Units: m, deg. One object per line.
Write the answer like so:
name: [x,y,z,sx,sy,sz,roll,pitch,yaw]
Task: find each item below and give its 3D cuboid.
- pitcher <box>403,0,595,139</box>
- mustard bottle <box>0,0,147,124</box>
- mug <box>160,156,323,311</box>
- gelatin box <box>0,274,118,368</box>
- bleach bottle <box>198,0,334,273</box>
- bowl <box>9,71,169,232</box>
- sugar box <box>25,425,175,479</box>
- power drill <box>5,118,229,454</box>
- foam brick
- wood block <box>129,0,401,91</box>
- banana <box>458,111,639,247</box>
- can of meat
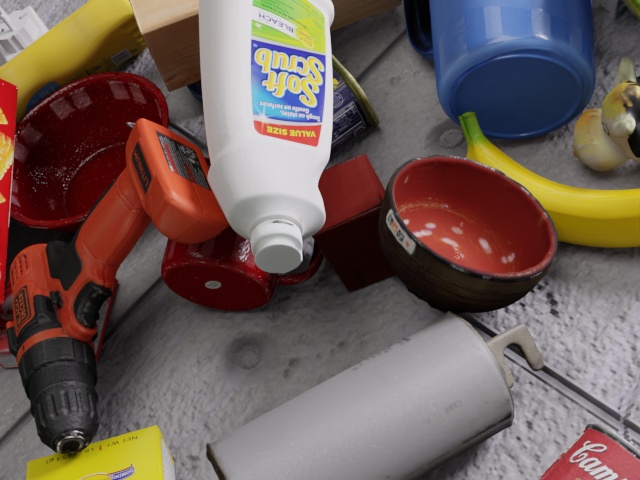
pitcher: [0.132,-0.194,0.799,0.145,0.149,0.243,-1,58,6]
mustard bottle: [-0.240,-0.147,0.947,0.191,0.096,0.058,-37,90,-3]
mug: [-0.055,0.001,0.764,0.117,0.093,0.081,12,63,-2]
gelatin box: [-0.207,0.058,0.820,0.089,0.030,0.073,-5,55,21]
bleach bottle: [-0.030,-0.082,0.714,0.068,0.102,0.251,-41,40,35]
bowl: [-0.187,-0.062,0.883,0.162,0.055,0.162,-12,52,16]
sugar box: [-0.131,0.196,0.641,0.093,0.048,0.176,-17,33,-1]
power drill: [-0.142,0.025,0.715,0.188,0.057,0.184,-46,42,19]
foam brick: [0.025,-0.011,0.735,0.053,0.078,0.051,-22,52,8]
wood block: [-0.048,-0.211,0.853,0.206,0.091,0.090,-21,67,-1]
banana: [0.170,-0.029,0.692,0.198,0.070,0.037,18,32,31]
can of meat: [-0.017,-0.106,0.838,0.084,0.057,0.102,-36,50,-1]
